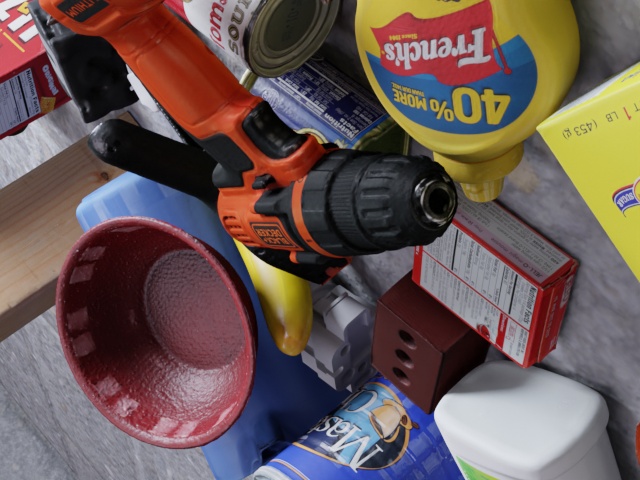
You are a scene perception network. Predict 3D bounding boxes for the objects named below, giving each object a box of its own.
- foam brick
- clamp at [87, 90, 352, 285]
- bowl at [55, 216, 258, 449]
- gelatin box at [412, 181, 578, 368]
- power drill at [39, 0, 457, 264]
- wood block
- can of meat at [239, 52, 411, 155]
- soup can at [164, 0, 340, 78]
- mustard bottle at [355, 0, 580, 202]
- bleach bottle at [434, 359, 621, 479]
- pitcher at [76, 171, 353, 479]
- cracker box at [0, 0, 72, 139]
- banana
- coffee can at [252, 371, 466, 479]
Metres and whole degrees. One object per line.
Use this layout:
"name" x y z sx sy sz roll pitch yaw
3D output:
"foam brick" 0.067 0.056 0.639 0.053 0.051 0.078 41 153 25
"clamp" -0.061 -0.038 0.669 0.210 0.036 0.164 44 -159 -18
"bowl" -0.099 0.056 0.719 0.162 0.055 0.162 9 109 27
"gelatin box" 0.091 0.016 0.569 0.089 0.030 0.073 39 151 29
"power drill" -0.037 -0.066 0.497 0.187 0.057 0.185 52 156 -20
"wood block" -0.223 -0.006 0.892 0.091 0.205 0.090 52 156 4
"can of meat" 0.003 -0.052 0.607 0.084 0.057 0.102 39 153 24
"soup can" -0.047 -0.139 0.564 0.102 0.068 0.068 41 153 25
"mustard bottle" 0.058 -0.093 0.442 0.096 0.058 0.191 13 138 29
"bleach bottle" 0.155 0.191 0.649 0.103 0.068 0.250 17 140 54
"pitcher" -0.082 0.051 0.830 0.149 0.144 0.243 -22 100 50
"cracker box" -0.310 -0.146 0.855 0.164 0.213 0.072 42 152 25
"banana" -0.046 0.001 0.737 0.069 0.037 0.198 15 -141 -54
"coffee can" 0.041 0.150 0.703 0.103 0.140 0.103 41 154 26
